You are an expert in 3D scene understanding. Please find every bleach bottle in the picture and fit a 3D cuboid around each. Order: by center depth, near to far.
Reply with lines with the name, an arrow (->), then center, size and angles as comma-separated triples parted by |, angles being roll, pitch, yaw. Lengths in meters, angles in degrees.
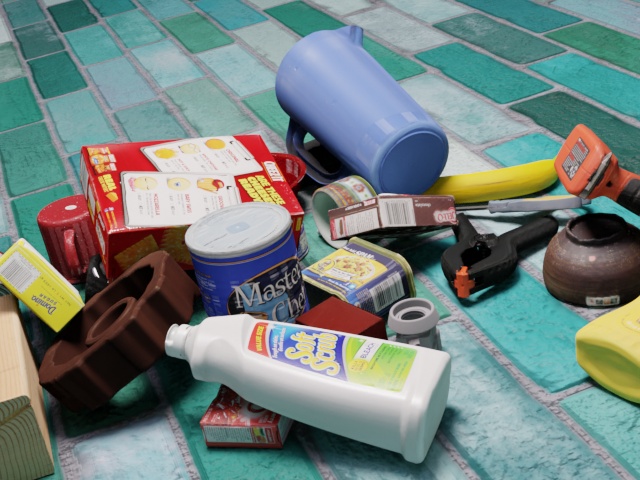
bleach bottle -> -0.020, 0.115, 0.922 | 0.251, 0.068, 0.102 | 10, 31, 17

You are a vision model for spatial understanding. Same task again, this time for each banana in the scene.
banana -> 0.201, -0.067, 1.279 | 0.198, 0.037, 0.069 | -9, 8, 3

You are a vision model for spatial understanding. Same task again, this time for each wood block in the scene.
wood block -> -0.318, 0.143, 1.018 | 0.090, 0.090, 0.206 | -17, 27, -12

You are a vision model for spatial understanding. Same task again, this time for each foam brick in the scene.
foam brick -> 0.022, 0.095, 1.011 | 0.051, 0.053, 0.078 | -29, 31, -30

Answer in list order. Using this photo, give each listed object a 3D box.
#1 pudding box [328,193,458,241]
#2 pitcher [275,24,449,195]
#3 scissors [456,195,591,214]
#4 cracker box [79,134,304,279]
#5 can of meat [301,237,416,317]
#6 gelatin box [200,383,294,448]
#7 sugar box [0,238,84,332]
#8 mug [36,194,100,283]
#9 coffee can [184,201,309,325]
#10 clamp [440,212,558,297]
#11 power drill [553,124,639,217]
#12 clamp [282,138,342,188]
pudding box -> 0.079, -0.024, 1.164 | 0.113, 0.039, 0.090 | 0, -10, -37
pitcher -> 0.047, -0.143, 1.316 | 0.145, 0.149, 0.243 | -25, 43, -14
scissors -> 0.222, -0.040, 1.227 | 0.096, 0.016, 0.202 | -7, 4, -41
cracker box -> -0.147, -0.041, 1.183 | 0.213, 0.072, 0.164 | -6, 40, -21
can of meat -> 0.033, 0.048, 1.096 | 0.083, 0.057, 0.102 | -30, 31, -27
gelatin box -> -0.059, 0.149, 0.964 | 0.073, 0.030, 0.089 | -2, 29, 18
sugar box -> -0.301, 0.045, 1.136 | 0.048, 0.093, 0.176 | -46, 11, -11
mug -> -0.296, 0.001, 1.294 | 0.093, 0.081, 0.117 | -11, 27, 1
coffee can -> -0.066, 0.047, 1.043 | 0.103, 0.140, 0.103 | -10, 27, 5
clamp -> 0.168, 0.009, 1.137 | 0.120, 0.039, 0.171 | 0, 22, 37
power drill -> 0.328, -0.047, 1.060 | 0.187, 0.057, 0.184 | 26, 18, -6
clamp -> 0.028, -0.124, 1.453 | 0.165, 0.036, 0.209 | 10, 36, 34
